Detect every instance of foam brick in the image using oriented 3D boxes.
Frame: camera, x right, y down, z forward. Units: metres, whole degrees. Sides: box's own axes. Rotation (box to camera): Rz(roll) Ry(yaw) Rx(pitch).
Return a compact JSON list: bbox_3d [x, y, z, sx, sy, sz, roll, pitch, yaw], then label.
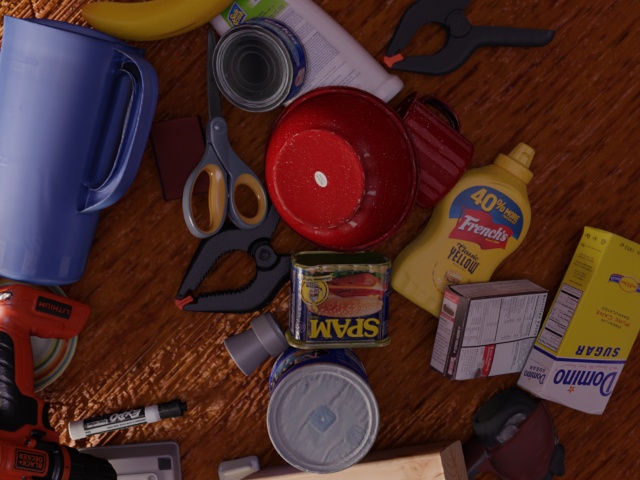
[{"bbox_3d":[-0.136,-0.082,1.053,0.051,0.053,0.078,-13,96,0],"label":"foam brick"}]

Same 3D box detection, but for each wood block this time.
[{"bbox_3d":[0.035,0.255,1.030,0.206,0.090,0.091,-12,84,19],"label":"wood block"}]

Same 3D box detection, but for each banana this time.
[{"bbox_3d":[-0.143,-0.227,1.013,0.198,0.037,0.069,-19,76,26],"label":"banana"}]

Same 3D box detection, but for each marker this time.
[{"bbox_3d":[-0.196,0.182,1.092,0.121,0.020,0.020,-12,95,0],"label":"marker"}]

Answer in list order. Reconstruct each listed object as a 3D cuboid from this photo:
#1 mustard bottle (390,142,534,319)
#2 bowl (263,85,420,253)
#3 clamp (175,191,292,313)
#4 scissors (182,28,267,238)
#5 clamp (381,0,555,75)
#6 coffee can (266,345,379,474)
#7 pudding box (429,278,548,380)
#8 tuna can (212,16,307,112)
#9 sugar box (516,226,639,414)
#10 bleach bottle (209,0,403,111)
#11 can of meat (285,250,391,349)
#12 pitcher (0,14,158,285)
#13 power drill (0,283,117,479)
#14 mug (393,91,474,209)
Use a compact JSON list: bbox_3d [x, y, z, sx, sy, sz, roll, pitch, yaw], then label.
[{"bbox_3d":[0.154,-0.013,1.064,0.096,0.058,0.191,32,93,-14],"label":"mustard bottle"},{"bbox_3d":[0.008,-0.061,0.991,0.162,0.055,0.162,6,105,23],"label":"bowl"},{"bbox_3d":[-0.057,0.001,1.070,0.210,0.036,0.164,-24,95,-3],"label":"clamp"},{"bbox_3d":[-0.085,-0.096,1.034,0.096,0.016,0.202,17,76,-31],"label":"scissors"},{"bbox_3d":[0.145,-0.209,1.057,0.171,0.039,0.120,-37,90,5],"label":"clamp"},{"bbox_3d":[0.000,0.156,1.034,0.103,0.140,0.103,0,95,-2],"label":"coffee can"},{"bbox_3d":[0.167,0.087,1.052,0.113,0.039,0.090,-3,109,-36],"label":"pudding box"},{"bbox_3d":[-0.058,-0.164,1.000,0.086,0.033,0.086,9,114,20],"label":"tuna can"},{"bbox_3d":[0.274,0.082,1.067,0.093,0.048,0.176,19,93,-30],"label":"sugar box"},{"bbox_3d":[-0.039,-0.209,1.040,0.102,0.068,0.251,-42,93,6],"label":"bleach bottle"},{"bbox_3d":[0.019,0.056,1.041,0.102,0.057,0.084,-1,105,-10],"label":"can of meat"},{"bbox_3d":[-0.247,-0.082,1.009,0.144,0.149,0.243,11,98,-16],"label":"pitcher"},{"bbox_3d":[-0.259,0.145,0.997,0.057,0.184,0.187,-17,63,32],"label":"power drill"},{"bbox_3d":[0.100,-0.093,1.048,0.081,0.093,0.117,37,57,-9],"label":"mug"}]
